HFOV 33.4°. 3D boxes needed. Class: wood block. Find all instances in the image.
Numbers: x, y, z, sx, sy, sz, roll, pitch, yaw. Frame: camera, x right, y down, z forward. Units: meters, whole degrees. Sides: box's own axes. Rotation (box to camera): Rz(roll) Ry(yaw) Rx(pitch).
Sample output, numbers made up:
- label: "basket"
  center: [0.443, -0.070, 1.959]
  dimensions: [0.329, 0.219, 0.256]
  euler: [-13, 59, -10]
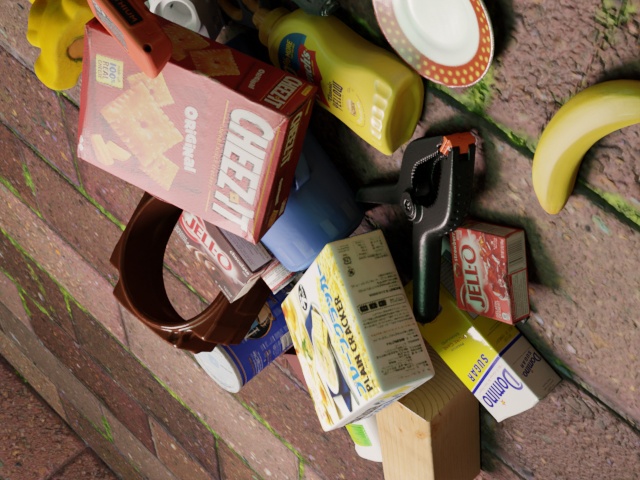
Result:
- label: "wood block"
  center: [0.128, 0.224, 1.268]
  dimensions: [0.090, 0.090, 0.206]
  euler: [32, 149, 34]

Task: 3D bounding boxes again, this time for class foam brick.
- label: "foam brick"
  center: [-0.002, 0.169, 1.449]
  dimensions: [0.051, 0.053, 0.078]
  euler: [-4, 120, 60]

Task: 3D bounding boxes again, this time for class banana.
- label: "banana"
  center: [0.206, -0.076, 0.819]
  dimensions: [0.069, 0.037, 0.198]
  euler: [52, 154, 2]

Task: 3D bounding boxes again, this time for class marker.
- label: "marker"
  center: [0.160, 0.039, 1.060]
  dimensions: [0.121, 0.020, 0.020]
  euler: [43, 153, 17]

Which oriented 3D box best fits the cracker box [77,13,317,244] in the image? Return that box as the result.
- label: "cracker box"
  center: [-0.126, -0.112, 1.024]
  dimensions: [0.214, 0.072, 0.164]
  euler: [26, 133, 10]

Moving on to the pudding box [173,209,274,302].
- label: "pudding box"
  center: [-0.109, 0.003, 1.188]
  dimensions: [0.113, 0.039, 0.090]
  euler: [50, 150, 6]

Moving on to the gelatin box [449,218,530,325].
- label: "gelatin box"
  center: [0.159, 0.029, 1.009]
  dimensions: [0.073, 0.030, 0.089]
  euler: [16, 119, 50]

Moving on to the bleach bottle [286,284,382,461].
- label: "bleach bottle"
  center: [0.028, 0.166, 1.389]
  dimensions: [0.251, 0.068, 0.103]
  euler: [59, 159, -9]

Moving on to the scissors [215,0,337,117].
- label: "scissors"
  center: [-0.053, -0.207, 1.091]
  dimensions: [0.096, 0.016, 0.201]
  euler: [0, 124, 60]

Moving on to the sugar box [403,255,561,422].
- label: "sugar box"
  center: [0.159, 0.103, 1.111]
  dimensions: [0.176, 0.048, 0.093]
  euler: [50, 151, 6]

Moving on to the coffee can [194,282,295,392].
- label: "coffee can"
  center: [-0.093, 0.121, 1.433]
  dimensions: [0.103, 0.140, 0.103]
  euler: [38, 151, 25]

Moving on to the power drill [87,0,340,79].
- label: "power drill"
  center: [-0.099, -0.228, 0.947]
  dimensions: [0.184, 0.187, 0.057]
  euler: [47, 166, 16]

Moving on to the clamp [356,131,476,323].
- label: "clamp"
  center: [0.093, -0.041, 1.022]
  dimensions: [0.165, 0.036, 0.210]
  euler: [61, 151, 31]

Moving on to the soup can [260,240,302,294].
- label: "soup can"
  center: [-0.058, 0.002, 1.226]
  dimensions: [0.102, 0.068, 0.069]
  euler: [51, 154, 1]

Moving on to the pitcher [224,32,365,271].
- label: "pitcher"
  center: [-0.060, -0.090, 1.128]
  dimensions: [0.145, 0.149, 0.243]
  euler: [-35, 99, 26]

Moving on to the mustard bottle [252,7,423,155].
- label: "mustard bottle"
  center: [0.008, -0.165, 0.997]
  dimensions: [0.192, 0.058, 0.096]
  euler: [39, 155, 25]
